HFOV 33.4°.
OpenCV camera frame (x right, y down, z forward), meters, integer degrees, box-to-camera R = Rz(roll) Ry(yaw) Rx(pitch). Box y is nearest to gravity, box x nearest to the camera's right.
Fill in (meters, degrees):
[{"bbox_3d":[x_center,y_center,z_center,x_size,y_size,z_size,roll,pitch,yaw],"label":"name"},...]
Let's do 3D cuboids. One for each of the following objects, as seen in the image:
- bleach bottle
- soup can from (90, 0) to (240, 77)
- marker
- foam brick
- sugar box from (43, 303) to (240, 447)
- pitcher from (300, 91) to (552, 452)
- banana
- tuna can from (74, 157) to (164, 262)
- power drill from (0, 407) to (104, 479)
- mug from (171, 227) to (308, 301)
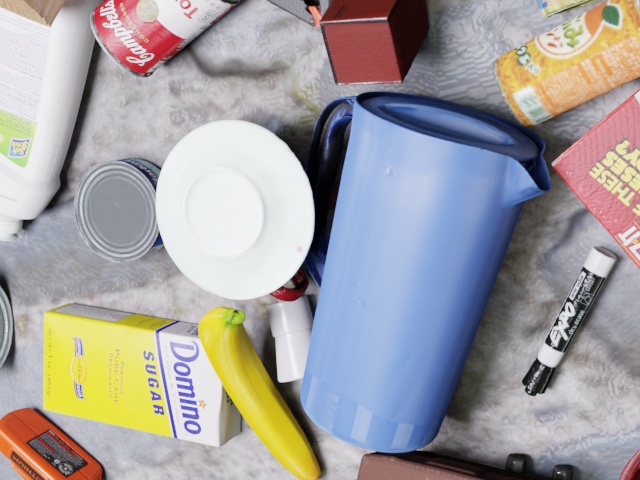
[{"bbox_3d":[-0.254,-0.121,0.907,0.103,0.068,0.251,25,111,19],"label":"bleach bottle"},{"bbox_3d":[-0.120,-0.183,0.832,0.102,0.068,0.068,-33,85,25],"label":"soup can"},{"bbox_3d":[0.177,0.061,0.770,0.020,0.020,0.121,29,110,17],"label":"marker"},{"bbox_3d":[0.039,-0.152,0.754,0.053,0.078,0.051,1,131,24],"label":"foam brick"},{"bbox_3d":[-0.153,0.113,0.913,0.176,0.048,0.093,7,102,24],"label":"sugar box"},{"bbox_3d":[0.055,0.019,0.765,0.145,0.149,0.243,11,110,-10],"label":"pitcher"},{"bbox_3d":[-0.053,0.116,0.840,0.070,0.037,0.197,44,163,51],"label":"banana"},{"bbox_3d":[-0.163,-0.026,0.898,0.086,0.033,0.086,5,101,23],"label":"tuna can"},{"bbox_3d":[-0.297,0.249,0.997,0.184,0.057,0.188,35,114,11],"label":"power drill"},{"bbox_3d":[-0.055,0.001,0.828,0.093,0.081,0.117,-42,82,24],"label":"mug"}]
